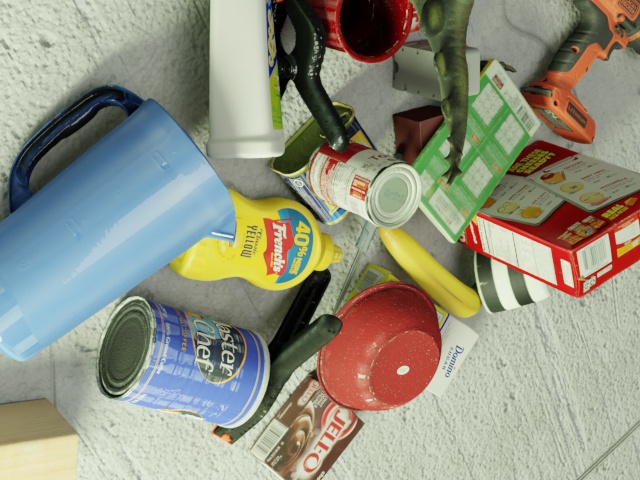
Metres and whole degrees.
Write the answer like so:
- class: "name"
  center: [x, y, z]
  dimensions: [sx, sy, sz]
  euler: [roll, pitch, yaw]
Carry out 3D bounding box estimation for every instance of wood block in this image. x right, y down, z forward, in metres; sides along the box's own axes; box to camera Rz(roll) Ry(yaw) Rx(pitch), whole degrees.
- class: "wood block"
  center: [-0.333, 0.211, 0.961]
  dimensions: [0.205, 0.091, 0.090]
  euler: [-3, 108, -33]

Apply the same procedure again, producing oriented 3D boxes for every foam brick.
- class: "foam brick"
  center: [0.117, -0.105, 1.180]
  dimensions: [0.052, 0.051, 0.078]
  euler: [-17, 114, -27]

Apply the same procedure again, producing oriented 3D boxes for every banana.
- class: "banana"
  center: [0.134, 0.043, 1.231]
  dimensions: [0.037, 0.070, 0.197]
  euler: [-44, 131, 13]

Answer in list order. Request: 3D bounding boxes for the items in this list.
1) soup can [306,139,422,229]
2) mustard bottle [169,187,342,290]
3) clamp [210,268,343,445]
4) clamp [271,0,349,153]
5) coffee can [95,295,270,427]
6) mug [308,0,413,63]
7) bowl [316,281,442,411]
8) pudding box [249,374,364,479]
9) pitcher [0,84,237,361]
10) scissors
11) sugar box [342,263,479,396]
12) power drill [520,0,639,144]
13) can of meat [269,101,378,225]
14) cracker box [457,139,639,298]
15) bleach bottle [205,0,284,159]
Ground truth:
- class: "soup can"
  center: [0.042, -0.057, 1.042]
  dimensions: [0.068, 0.102, 0.068]
  euler: [-14, 116, -32]
- class: "mustard bottle"
  center: [-0.057, 0.001, 1.096]
  dimensions: [0.191, 0.058, 0.096]
  euler: [10, 94, -36]
- class: "clamp"
  center: [-0.044, 0.130, 1.106]
  dimensions: [0.036, 0.164, 0.210]
  euler: [34, 95, -12]
- class: "clamp"
  center: [-0.038, -0.162, 1.046]
  dimensions: [0.039, 0.120, 0.171]
  euler: [-12, 93, -65]
- class: "coffee can"
  center: [-0.135, 0.122, 1.056]
  dimensions: [0.140, 0.103, 0.103]
  euler: [21, 93, -37]
- class: "mug"
  center: [0.037, -0.239, 1.062]
  dimensions: [0.093, 0.082, 0.117]
  euler: [25, 92, -37]
- class: "bowl"
  center: [0.078, 0.129, 1.175]
  dimensions: [0.161, 0.055, 0.162]
  euler: [-13, 118, -26]
- class: "pudding box"
  center: [-0.014, 0.222, 1.210]
  dimensions: [0.113, 0.039, 0.090]
  euler: [-50, 126, -10]
- class: "pitcher"
  center: [-0.209, -0.014, 0.948]
  dimensions: [0.242, 0.149, 0.145]
  euler: [-38, 131, -8]
- class: "scissors"
  center: [0.054, -0.015, 1.182]
  dimensions: [0.016, 0.096, 0.202]
  euler: [22, 126, 0]
- class: "sugar box"
  center: [0.100, 0.107, 1.245]
  dimensions: [0.176, 0.048, 0.093]
  euler: [35, 87, -39]
- class: "power drill"
  center: [0.336, -0.214, 1.288]
  dimensions: [0.184, 0.057, 0.187]
  euler: [32, 84, -33]
- class: "can of meat"
  center: [0.011, -0.079, 1.115]
  dimensions: [0.102, 0.058, 0.084]
  euler: [-47, 127, -12]
- class: "cracker box"
  center: [0.268, -0.029, 1.206]
  dimensions: [0.164, 0.214, 0.072]
  euler: [-29, 121, -23]
- class: "bleach bottle"
  center: [-0.072, -0.202, 0.980]
  dimensions: [0.068, 0.102, 0.251]
  euler: [-1, 96, 6]
